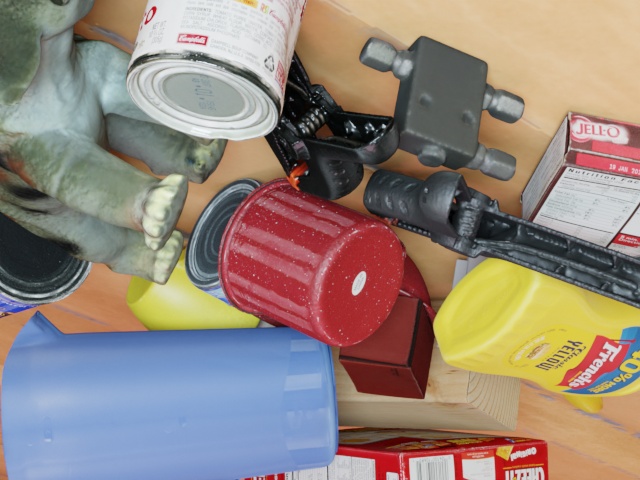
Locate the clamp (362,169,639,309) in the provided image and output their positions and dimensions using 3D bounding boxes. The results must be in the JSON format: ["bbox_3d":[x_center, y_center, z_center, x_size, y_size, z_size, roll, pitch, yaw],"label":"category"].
[{"bbox_3d":[0.076,-0.013,0.599,0.164,0.036,0.210,23,179,-33],"label":"clamp"}]

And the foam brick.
[{"bbox_3d":[0.048,0.076,0.757,0.053,0.051,0.078,5,157,15],"label":"foam brick"}]

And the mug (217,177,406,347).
[{"bbox_3d":[0.006,0.014,0.670,0.117,0.093,0.082,-14,-153,-43],"label":"mug"}]

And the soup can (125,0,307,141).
[{"bbox_3d":[-0.039,-0.102,0.459,0.068,0.102,0.068,10,158,4],"label":"soup can"}]

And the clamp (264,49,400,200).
[{"bbox_3d":[-0.001,-0.059,0.571,0.120,0.039,0.171,52,173,21],"label":"clamp"}]

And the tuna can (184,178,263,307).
[{"bbox_3d":[-0.055,0.001,0.735,0.033,0.086,0.086,31,151,-35],"label":"tuna can"}]

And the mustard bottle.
[{"bbox_3d":[0.175,0.065,0.717,0.191,0.058,0.096,18,130,-33],"label":"mustard bottle"}]

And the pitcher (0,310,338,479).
[{"bbox_3d":[-0.111,0.138,0.812,0.242,0.145,0.149,-4,142,-4],"label":"pitcher"}]

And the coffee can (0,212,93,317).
[{"bbox_3d":[-0.254,0.009,0.833,0.102,0.103,0.141,27,153,-33],"label":"coffee can"}]

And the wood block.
[{"bbox_3d":[0.061,0.110,0.930,0.206,0.090,0.090,-6,152,35],"label":"wood block"}]

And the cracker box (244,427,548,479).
[{"bbox_3d":[0.060,0.200,0.906,0.163,0.072,0.214,3,173,-37],"label":"cracker box"}]
